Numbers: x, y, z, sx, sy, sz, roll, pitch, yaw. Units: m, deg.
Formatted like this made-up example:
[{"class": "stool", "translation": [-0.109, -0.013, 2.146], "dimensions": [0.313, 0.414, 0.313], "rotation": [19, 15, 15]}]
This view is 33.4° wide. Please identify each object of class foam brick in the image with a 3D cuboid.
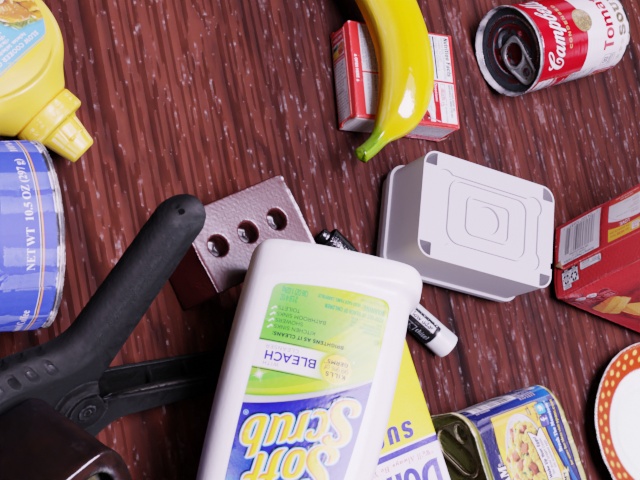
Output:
[{"class": "foam brick", "translation": [-0.054, 0.001, 0.658], "dimensions": [0.078, 0.051, 0.053], "rotation": [-26, 90, -31]}]

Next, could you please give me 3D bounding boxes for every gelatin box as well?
[{"class": "gelatin box", "translation": [0.054, -0.113, 0.761], "dimensions": [0.089, 0.030, 0.073], "rotation": [3, 74, -28]}]

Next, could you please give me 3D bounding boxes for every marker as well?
[{"class": "marker", "translation": [0.044, 0.034, 0.722], "dimensions": [0.121, 0.020, 0.020], "rotation": [42, 61, -12]}]

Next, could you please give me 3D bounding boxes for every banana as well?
[{"class": "banana", "translation": [0.037, -0.152, 0.723], "dimensions": [0.069, 0.037, 0.198], "rotation": [-7, 76, -30]}]

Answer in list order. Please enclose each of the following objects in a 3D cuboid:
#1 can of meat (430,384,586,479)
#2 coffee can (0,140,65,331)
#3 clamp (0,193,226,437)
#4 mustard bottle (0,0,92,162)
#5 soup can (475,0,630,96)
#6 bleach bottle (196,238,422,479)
[{"class": "can of meat", "translation": [0.126, 0.154, 0.713], "dimensions": [0.083, 0.058, 0.102], "rotation": [-13, 83, -32]}, {"class": "coffee can", "translation": [-0.213, 0.000, 0.542], "dimensions": [0.140, 0.103, 0.103], "rotation": [-3, 78, -30]}, {"class": "clamp", "translation": [-0.130, 0.071, 0.563], "dimensions": [0.209, 0.164, 0.036], "rotation": [-30, 53, -24]}, {"class": "mustard bottle", "translation": [-0.205, -0.117, 0.604], "dimensions": [0.191, 0.058, 0.096], "rotation": [44, 59, -11]}, {"class": "soup can", "translation": [0.179, -0.153, 0.818], "dimensions": [0.102, 0.069, 0.068], "rotation": [-18, 86, -32]}, {"class": "bleach bottle", "translation": [-0.014, 0.128, 0.560], "dimensions": [0.102, 0.068, 0.250], "rotation": [12, 67, -3]}]
